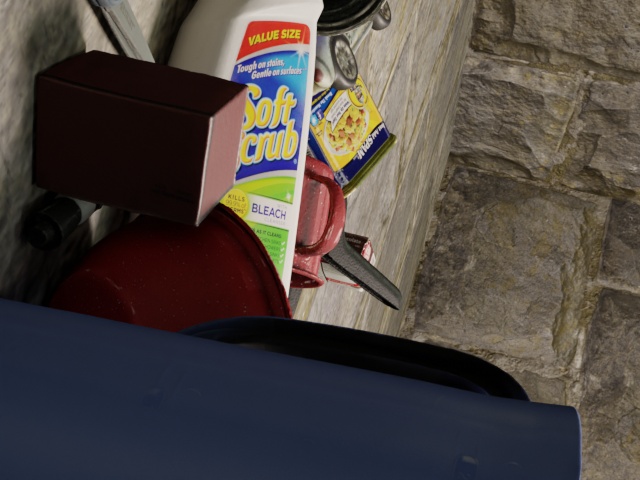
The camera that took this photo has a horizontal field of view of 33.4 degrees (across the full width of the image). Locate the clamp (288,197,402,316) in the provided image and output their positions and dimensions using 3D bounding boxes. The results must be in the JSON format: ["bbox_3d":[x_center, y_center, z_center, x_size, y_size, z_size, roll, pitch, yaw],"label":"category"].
[{"bbox_3d":[-0.018,0.011,0.890,0.164,0.036,0.210,-34,120,-27],"label":"clamp"}]

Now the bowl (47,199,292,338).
[{"bbox_3d":[-0.083,0.058,0.487,0.055,0.162,0.162,1,106,-43],"label":"bowl"}]

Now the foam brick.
[{"bbox_3d":[-0.078,-0.046,0.468,0.051,0.078,0.053,-60,163,-63],"label":"foam brick"}]

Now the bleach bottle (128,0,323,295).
[{"bbox_3d":[-0.052,-0.077,0.598,0.102,0.068,0.251,10,87,-44],"label":"bleach bottle"}]

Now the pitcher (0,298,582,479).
[{"bbox_3d":[-0.041,0.086,0.362,0.149,0.243,0.145,52,52,-78],"label":"pitcher"}]

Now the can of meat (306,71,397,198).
[{"bbox_3d":[0.004,-0.088,0.831,0.102,0.058,0.084,-49,120,-41],"label":"can of meat"}]

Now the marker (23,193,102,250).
[{"bbox_3d":[-0.107,-0.026,0.508,0.121,0.020,0.020,-60,161,-62],"label":"marker"}]

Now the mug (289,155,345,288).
[{"bbox_3d":[-0.029,-0.017,0.729,0.093,0.117,0.081,19,76,-40],"label":"mug"}]
